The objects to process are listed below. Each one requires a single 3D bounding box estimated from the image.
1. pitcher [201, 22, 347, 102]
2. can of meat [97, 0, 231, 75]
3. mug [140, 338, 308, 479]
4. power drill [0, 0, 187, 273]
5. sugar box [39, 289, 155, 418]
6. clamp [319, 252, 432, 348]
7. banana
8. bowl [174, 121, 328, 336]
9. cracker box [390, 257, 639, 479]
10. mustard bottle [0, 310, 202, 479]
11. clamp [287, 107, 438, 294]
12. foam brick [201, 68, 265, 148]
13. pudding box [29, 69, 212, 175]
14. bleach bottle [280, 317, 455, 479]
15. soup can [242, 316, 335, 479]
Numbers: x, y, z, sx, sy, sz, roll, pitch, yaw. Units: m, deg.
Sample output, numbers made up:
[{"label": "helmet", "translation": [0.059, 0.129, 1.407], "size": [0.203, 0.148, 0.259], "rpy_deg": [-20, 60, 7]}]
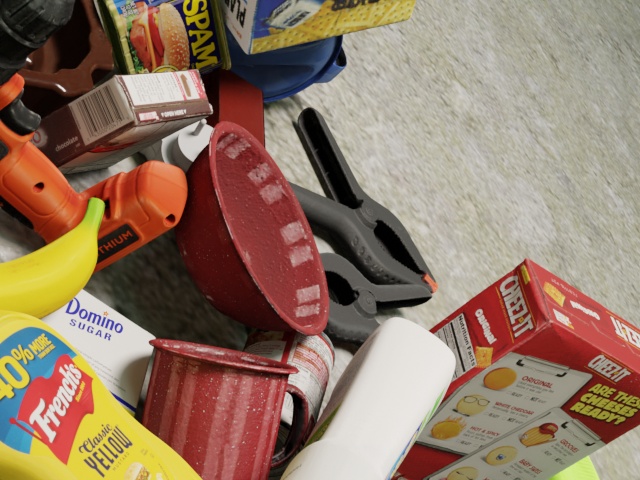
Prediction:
[{"label": "pitcher", "translation": [-0.067, -0.255, 1.010], "size": [0.149, 0.145, 0.243], "rpy_deg": [87, -13, -57]}, {"label": "can of meat", "translation": [-0.125, -0.170, 0.846], "size": [0.057, 0.083, 0.102], "rpy_deg": [56, -17, 38]}, {"label": "mug", "translation": [-0.057, 0.111, 0.653], "size": [0.117, 0.093, 0.081], "rpy_deg": [13, 87, -39]}, {"label": "power drill", "translation": [-0.170, -0.066, 0.652], "size": [0.187, 0.185, 0.057], "rpy_deg": [43, 33, -34]}, {"label": "sugar box", "translation": [-0.159, 0.104, 0.616], "size": [0.093, 0.048, 0.176], "rpy_deg": [37, 32, -22]}, {"label": "clamp", "translation": [0.034, 0.069, 0.908], "size": [0.171, 0.039, 0.120], "rpy_deg": [21, 44, -30]}, {"label": "banana", "translation": [-0.203, 0.021, 0.590], "size": [0.197, 0.037, 0.070], "rpy_deg": [-8, 63, -38]}, {"label": "bowl", "translation": [-0.055, 0.001, 0.745], "size": [0.162, 0.055, 0.162], "rpy_deg": [56, 19, -30]}, {"label": "cracker box", "translation": [0.134, 0.123, 0.816], "size": [0.164, 0.214, 0.072], "rpy_deg": [29, 34, -34]}, {"label": "mustard bottle", "translation": [-0.144, 0.093, 0.542], "size": [0.191, 0.058, 0.096], "rpy_deg": [47, 30, -3]}, {"label": "clamp", "translation": [0.027, -0.017, 0.982], "size": [0.210, 0.036, 0.164], "rpy_deg": [50, 31, -7]}, {"label": "foam brick", "translation": [-0.082, -0.099, 0.904], "size": [0.051, 0.053, 0.078], "rpy_deg": [30, 39, -33]}, {"label": "pudding box", "translation": [-0.146, -0.080, 0.745], "size": [0.089, 0.114, 0.039], "rpy_deg": [-22, 92, -58]}, {"label": "bleach bottle", "translation": [0.016, 0.133, 0.638], "size": [0.068, 0.103, 0.250], "rpy_deg": [33, 23, 6]}, {"label": "soup can", "translation": [-0.032, 0.111, 0.752], "size": [0.068, 0.069, 0.102], "rpy_deg": [42, 34, -17]}]
